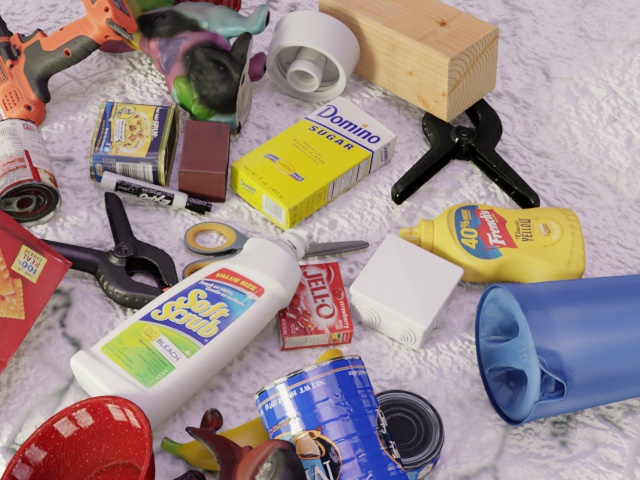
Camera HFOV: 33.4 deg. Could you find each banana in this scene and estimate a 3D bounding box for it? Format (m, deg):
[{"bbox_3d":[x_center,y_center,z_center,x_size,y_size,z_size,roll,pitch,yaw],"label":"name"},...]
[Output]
[{"bbox_3d":[-0.047,0.164,0.994,0.197,0.037,0.070,-25,60,-23],"label":"banana"}]

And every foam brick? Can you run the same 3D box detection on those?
[{"bbox_3d":[-0.127,-0.087,1.180,0.053,0.051,0.078,5,51,-3],"label":"foam brick"}]

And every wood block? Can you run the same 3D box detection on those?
[{"bbox_3d":[0.102,-0.237,1.275,0.090,0.090,0.206,-36,52,-28],"label":"wood block"}]

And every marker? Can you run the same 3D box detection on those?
[{"bbox_3d":[-0.176,-0.050,1.153,0.121,0.020,0.020,15,50,-8],"label":"marker"}]

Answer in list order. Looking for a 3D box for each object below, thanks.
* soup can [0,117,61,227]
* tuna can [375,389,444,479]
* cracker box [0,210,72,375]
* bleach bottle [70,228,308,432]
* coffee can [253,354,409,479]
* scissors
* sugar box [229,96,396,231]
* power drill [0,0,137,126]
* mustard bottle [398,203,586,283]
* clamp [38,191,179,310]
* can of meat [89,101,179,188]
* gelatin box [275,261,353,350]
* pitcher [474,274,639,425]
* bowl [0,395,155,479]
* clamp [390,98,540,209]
[{"bbox_3d":[-0.321,-0.073,1.140,0.068,0.068,0.102,-14,54,-16],"label":"soup can"},{"bbox_3d":[0.072,0.182,0.993,0.086,0.034,0.086,3,51,-3],"label":"tuna can"},{"bbox_3d":[-0.353,0.058,0.981,0.164,0.072,0.213,40,49,-18],"label":"cracker box"},{"bbox_3d":[-0.112,0.071,1.026,0.103,0.068,0.250,37,64,22],"label":"bleach bottle"},{"bbox_3d":[0.013,0.183,0.919,0.102,0.103,0.140,-16,72,-18],"label":"coffee can"},{"bbox_3d":[-0.057,0.001,1.138,0.201,0.016,0.096,-18,55,-19],"label":"scissors"},{"bbox_3d":[-0.007,-0.090,1.198,0.093,0.048,0.176,39,59,23],"label":"sugar box"},{"bbox_3d":[-0.314,-0.242,1.228,0.188,0.057,0.184,-35,67,14],"label":"power drill"},{"bbox_3d":[0.179,0.002,1.133,0.191,0.058,0.096,4,49,-2],"label":"mustard bottle"},{"bbox_3d":[-0.215,0.023,1.090,0.120,0.039,0.172,-32,57,-28],"label":"clamp"},{"bbox_3d":[-0.206,-0.107,1.186,0.084,0.057,0.102,5,51,0],"label":"can of meat"},{"bbox_3d":[-0.010,0.065,1.082,0.073,0.030,0.089,-5,52,-9],"label":"gelatin box"},{"bbox_3d":[0.277,0.091,1.038,0.242,0.145,0.149,-6,64,-15],"label":"pitcher"},{"bbox_3d":[-0.197,0.213,0.904,0.162,0.055,0.162,-20,41,18],"label":"bowl"},{"bbox_3d":[0.175,-0.107,1.233,0.164,0.036,0.210,10,48,4],"label":"clamp"}]
